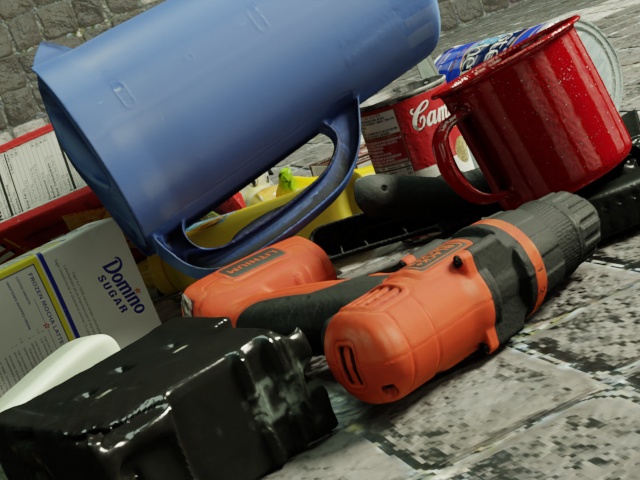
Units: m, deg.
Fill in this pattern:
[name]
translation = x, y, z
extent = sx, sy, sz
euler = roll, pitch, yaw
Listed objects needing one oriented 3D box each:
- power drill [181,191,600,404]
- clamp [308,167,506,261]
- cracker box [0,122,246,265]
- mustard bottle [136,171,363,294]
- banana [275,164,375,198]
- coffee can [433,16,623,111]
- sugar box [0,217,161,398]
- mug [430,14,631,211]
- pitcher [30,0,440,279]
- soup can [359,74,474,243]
[power drill]
translation = 0.031, 0.024, 0.555
extent = 0.184, 0.057, 0.188
euler = -25, 11, -40
[clamp]
translation = 0.075, -0.020, 0.682
extent = 0.171, 0.039, 0.120
euler = -6, -9, -26
[cracker box]
translation = -0.178, -0.028, 0.811
extent = 0.214, 0.072, 0.164
euler = -23, -16, 2
[mustard bottle]
translation = -0.055, 0.001, 0.799
extent = 0.192, 0.058, 0.096
euler = -17, 2, 17
[banana]
translation = 0.035, -0.046, 0.885
extent = 0.197, 0.037, 0.070
euler = -14, -10, -36
[coffee can]
translation = 0.168, -0.125, 0.902
extent = 0.102, 0.103, 0.141
euler = -26, 12, -27
[sugar box]
translation = -0.188, 0.060, 0.671
extent = 0.048, 0.093, 0.175
euler = -12, 13, 45
[mug]
translation = 0.113, -0.063, 0.598
extent = 0.117, 0.081, 0.093
euler = -33, 8, -27
[pitcher]
translation = -0.042, -0.098, 0.668
extent = 0.242, 0.149, 0.145
euler = -33, 32, -13
[soup can]
translation = 0.071, -0.057, 0.747
extent = 0.068, 0.102, 0.068
euler = -19, 11, 4
